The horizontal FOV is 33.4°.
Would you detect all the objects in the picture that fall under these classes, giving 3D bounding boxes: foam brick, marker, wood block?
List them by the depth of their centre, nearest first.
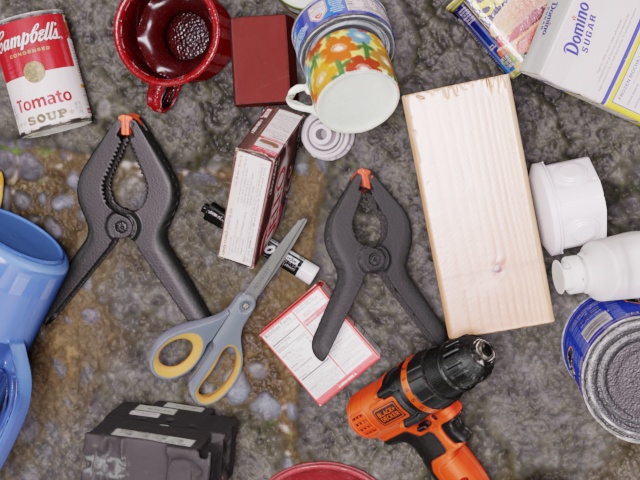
[{"bbox_3d":[0.133,-0.030,0.912,0.091,0.090,0.206,-11,94,7],"label":"wood block"},{"bbox_3d":[-0.050,-0.158,0.939,0.051,0.053,0.078,-2,95,7],"label":"foam brick"},{"bbox_3d":[-0.056,0.001,0.974,0.121,0.020,0.020,32,99,3],"label":"marker"}]

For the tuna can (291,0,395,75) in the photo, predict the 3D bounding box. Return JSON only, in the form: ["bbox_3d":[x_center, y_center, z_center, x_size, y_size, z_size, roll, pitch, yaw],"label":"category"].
[{"bbox_3d":[0.020,-0.170,0.913,0.086,0.086,0.034,-20,51,9],"label":"tuna can"}]

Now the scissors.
[{"bbox_3d":[-0.089,0.059,0.958,0.096,0.016,0.202,13,110,-24],"label":"scissors"}]

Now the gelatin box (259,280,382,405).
[{"bbox_3d":[0.000,0.093,0.972,0.073,0.030,0.089,-41,90,11],"label":"gelatin box"}]

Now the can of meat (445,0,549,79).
[{"bbox_3d":[0.172,-0.199,0.906,0.102,0.057,0.084,-40,92,9],"label":"can of meat"}]

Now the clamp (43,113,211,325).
[{"bbox_3d":[-0.187,-0.010,0.980,0.164,0.036,0.210,-3,99,7],"label":"clamp"}]

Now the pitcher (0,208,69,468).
[{"bbox_3d":[-0.319,0.100,0.950,0.149,0.145,0.243,29,102,-16],"label":"pitcher"}]

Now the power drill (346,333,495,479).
[{"bbox_3d":[0.129,0.174,0.912,0.187,0.057,0.185,49,141,-2],"label":"power drill"}]

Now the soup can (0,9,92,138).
[{"bbox_3d":[-0.250,-0.148,0.958,0.068,0.068,0.102,-14,95,8],"label":"soup can"}]

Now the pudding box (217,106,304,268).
[{"bbox_3d":[-0.051,-0.046,0.914,0.039,0.090,0.114,15,124,7],"label":"pudding box"}]

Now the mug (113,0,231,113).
[{"bbox_3d":[-0.125,-0.168,0.931,0.093,0.081,0.117,15,99,8],"label":"mug"}]

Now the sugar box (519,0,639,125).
[{"bbox_3d":[0.260,-0.147,0.876,0.176,0.048,0.093,21,98,-17],"label":"sugar box"}]

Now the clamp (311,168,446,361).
[{"bbox_3d":[0.055,0.024,0.945,0.120,0.039,0.171,5,85,-16],"label":"clamp"}]
